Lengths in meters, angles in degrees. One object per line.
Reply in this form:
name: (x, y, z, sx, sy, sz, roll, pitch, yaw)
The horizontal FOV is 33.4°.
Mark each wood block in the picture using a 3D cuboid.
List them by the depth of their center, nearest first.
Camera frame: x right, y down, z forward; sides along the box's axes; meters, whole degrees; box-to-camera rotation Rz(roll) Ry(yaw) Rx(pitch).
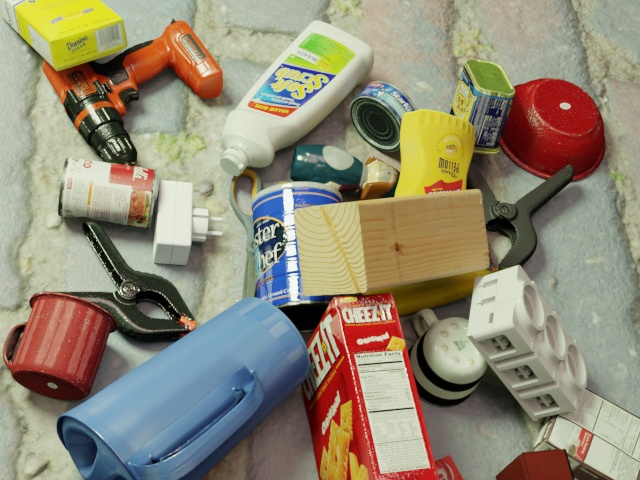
wood block: (0.080, 0.000, 1.122, 0.205, 0.090, 0.091, -7, 91, -46)

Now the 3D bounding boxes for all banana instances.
banana: (0.116, 0.057, 1.213, 0.197, 0.070, 0.037, -14, 73, -21)

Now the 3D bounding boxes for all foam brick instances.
foam brick: (0.226, 0.257, 1.117, 0.053, 0.078, 0.051, -2, 60, -18)

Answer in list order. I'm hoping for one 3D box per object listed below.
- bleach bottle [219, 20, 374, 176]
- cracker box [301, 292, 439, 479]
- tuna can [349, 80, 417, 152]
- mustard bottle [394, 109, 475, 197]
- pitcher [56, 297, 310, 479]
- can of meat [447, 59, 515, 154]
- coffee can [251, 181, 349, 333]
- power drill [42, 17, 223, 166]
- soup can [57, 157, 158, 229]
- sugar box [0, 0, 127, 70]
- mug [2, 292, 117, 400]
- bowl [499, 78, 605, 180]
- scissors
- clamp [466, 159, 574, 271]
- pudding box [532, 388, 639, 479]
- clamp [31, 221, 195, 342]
bleach bottle: (-0.036, -0.164, 1.303, 0.102, 0.068, 0.250, 30, 56, 10)
cracker box: (0.040, 0.183, 1.062, 0.072, 0.164, 0.214, -3, 61, -19)
tuna can: (0.078, -0.152, 1.318, 0.086, 0.086, 0.033, 40, 60, 10)
mustard bottle: (0.132, -0.053, 1.267, 0.096, 0.058, 0.191, 13, 80, -36)
pitcher: (-0.119, 0.160, 1.041, 0.149, 0.145, 0.242, 36, 53, 24)
can of meat: (0.201, -0.170, 1.341, 0.057, 0.084, 0.102, 6, 33, -11)
coffee can: (-0.022, 0.020, 1.169, 0.102, 0.103, 0.140, 1, 67, -14)
power drill: (-0.213, -0.179, 1.275, 0.187, 0.057, 0.184, -25, 69, -26)
soup can: (-0.236, -0.053, 1.188, 0.102, 0.069, 0.068, 8, 58, -10)
sugar box: (-0.310, -0.265, 1.270, 0.093, 0.048, 0.176, -24, 45, -26)
mug: (-0.272, 0.109, 1.078, 0.117, 0.093, 0.081, 1, 60, 21)
bowl: (0.310, -0.159, 1.400, 0.162, 0.055, 0.162, 7, 58, -11)
scissors: (-0.058, 0.002, 1.233, 0.096, 0.016, 0.202, -3, 61, -16)
clamp: (0.233, -0.031, 1.312, 0.164, 0.036, 0.210, 8, 58, -1)
pudding box: (0.304, 0.220, 1.183, 0.113, 0.039, 0.090, 30, 57, 2)
clamp: (-0.211, 0.050, 1.152, 0.171, 0.039, 0.120, 22, 61, -8)
